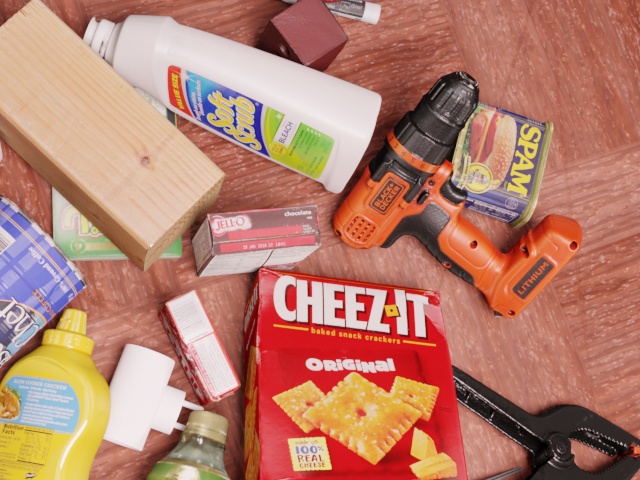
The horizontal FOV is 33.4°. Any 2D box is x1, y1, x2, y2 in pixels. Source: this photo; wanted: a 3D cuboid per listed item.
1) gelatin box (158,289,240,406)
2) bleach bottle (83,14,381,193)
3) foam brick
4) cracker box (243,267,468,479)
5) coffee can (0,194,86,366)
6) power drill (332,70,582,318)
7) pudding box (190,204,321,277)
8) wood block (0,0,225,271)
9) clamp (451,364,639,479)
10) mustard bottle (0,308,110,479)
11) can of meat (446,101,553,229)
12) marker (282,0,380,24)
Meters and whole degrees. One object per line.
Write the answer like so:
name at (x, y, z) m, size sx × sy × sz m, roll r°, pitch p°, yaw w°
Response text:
gelatin box at (-0.101, 0.090, 0.874) m, size 0.030 × 0.073 × 0.089 m, roll -25°, pitch 85°, yaw -17°
bleach bottle at (-0.080, -0.127, 0.914) m, size 0.250 × 0.103 × 0.068 m, roll 20°, pitch 58°, yaw -6°
foam brick at (-0.018, -0.173, 0.949) m, size 0.051 × 0.078 × 0.053 m, roll -35°, pitch 88°, yaw -19°
cracker box at (0.024, 0.128, 0.848) m, size 0.164 × 0.072 × 0.213 m, roll 8°, pitch 47°, yaw -12°
coffee can at (-0.268, 0.048, 0.827) m, size 0.103 × 0.103 × 0.140 m, roll 45°, pitch 72°, yaw -1°
power drill at (0.129, -0.032, 0.920) m, size 0.187 × 0.185 × 0.057 m, roll 33°, pitch 29°, yaw -7°
pudding box at (-0.056, 0.001, 0.883) m, size 0.090 × 0.114 × 0.039 m, roll -4°, pitch 79°, yaw -15°
wood block at (-0.186, -0.083, 0.868) m, size 0.206 × 0.090 × 0.090 m, roll 43°, pitch 73°, yaw 1°
clamp at (0.196, 0.195, 0.920) m, size 0.209 × 0.036 × 0.164 m, roll 11°, pitch 55°, yaw -20°
mustard bottle at (-0.214, 0.147, 0.834) m, size 0.096 × 0.058 × 0.191 m, roll 3°, pitch 73°, yaw 24°
can of meat at (0.158, -0.073, 0.980) m, size 0.084 × 0.057 × 0.102 m, roll 18°, pitch 74°, yaw -6°
marker at (-0.004, -0.224, 0.994) m, size 0.121 × 0.020 × 0.020 m, roll 11°, pitch 76°, yaw -11°
